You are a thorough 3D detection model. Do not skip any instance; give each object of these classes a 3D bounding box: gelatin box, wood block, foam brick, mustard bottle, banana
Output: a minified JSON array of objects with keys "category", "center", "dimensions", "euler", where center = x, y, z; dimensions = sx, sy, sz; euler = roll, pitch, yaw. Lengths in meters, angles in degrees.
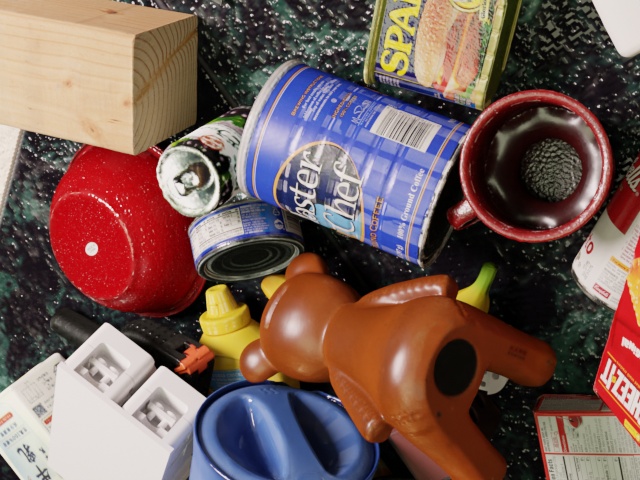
[{"category":"gelatin box","center":[0.206,0.150,0.779],"dimensions":[0.089,0.030,0.073],"euler":[-5,110,28]},{"category":"wood block","center":[-0.207,-0.139,0.823],"dimensions":[0.206,0.090,0.090],"euler":[14,116,21]},{"category":"foam brick","center":[0.094,0.139,0.801],"dimensions":[0.051,0.078,0.053],"euler":[-31,98,32]},{"category":"mustard bottle","center":[-0.060,0.128,0.882],"dimensions":[0.096,0.058,0.191],"euler":[-4,109,35]},{"category":"banana","center":[0.047,0.053,0.814],"dimensions":[0.198,0.037,0.069],"euler":[-5,96,27]}]

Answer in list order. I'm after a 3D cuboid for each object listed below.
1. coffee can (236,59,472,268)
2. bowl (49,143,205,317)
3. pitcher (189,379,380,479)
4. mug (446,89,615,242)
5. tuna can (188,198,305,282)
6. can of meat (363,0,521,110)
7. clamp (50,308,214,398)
[{"category":"coffee can","center":[0.027,-0.054,0.737],"dimensions":[0.140,0.102,0.103],"euler":[23,119,16]},{"category":"bowl","center":[-0.169,-0.004,0.870],"dimensions":[0.162,0.055,0.162],"euler":[13,115,30]},{"category":"pitcher","center":[-0.047,0.240,0.796],"dimensions":[0.145,0.148,0.243],"euler":[38,127,39]},{"category":"mug","center":[0.135,-0.040,0.689],"dimensions":[0.117,0.081,0.093],"euler":[-35,79,19]},{"category":"tuna can","center":[-0.055,0.001,0.808],"dimensions":[0.086,0.086,0.034],"euler":[-27,65,32]},{"category":"can of meat","center":[0.082,-0.143,0.701],"dimensions":[0.084,0.057,0.102],"euler":[18,117,16]},{"category":"clamp","center":[-0.155,0.107,0.900],"dimensions":[0.164,0.036,0.210],"euler":[54,145,-1]}]
